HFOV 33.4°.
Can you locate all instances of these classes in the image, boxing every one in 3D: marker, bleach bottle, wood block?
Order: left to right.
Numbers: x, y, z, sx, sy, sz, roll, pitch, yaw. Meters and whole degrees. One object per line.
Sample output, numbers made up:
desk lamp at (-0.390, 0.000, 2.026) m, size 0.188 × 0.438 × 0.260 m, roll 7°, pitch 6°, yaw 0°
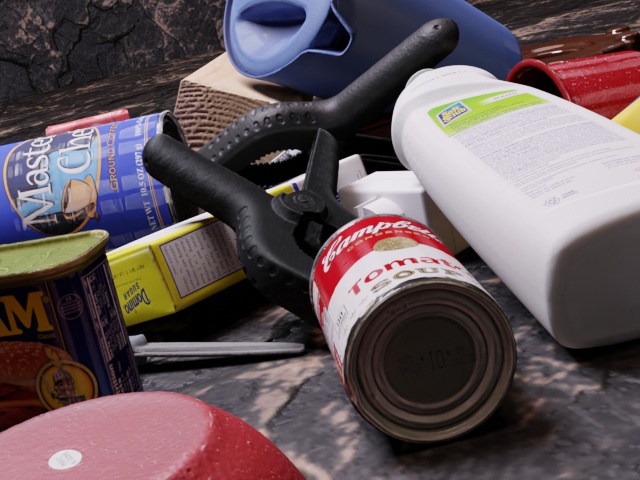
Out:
wood block at (-0.063, -0.097, 0.899) m, size 0.090 × 0.091 × 0.206 m, roll 15°, pitch 17°, yaw 1°
marker at (-0.032, -0.051, 0.790) m, size 0.121 × 0.020 × 0.020 m, roll -38°, pitch 9°, yaw 16°
bleach bottle at (0.105, -0.040, 0.546) m, size 0.102 × 0.068 × 0.251 m, roll -15°, pitch 29°, yaw -9°

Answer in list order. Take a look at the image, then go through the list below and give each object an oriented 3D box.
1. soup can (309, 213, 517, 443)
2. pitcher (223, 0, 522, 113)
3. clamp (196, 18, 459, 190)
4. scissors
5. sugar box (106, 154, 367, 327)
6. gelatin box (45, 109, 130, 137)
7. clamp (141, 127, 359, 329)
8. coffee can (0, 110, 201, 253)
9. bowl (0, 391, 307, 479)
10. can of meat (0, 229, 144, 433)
soup can at (0.035, 0.033, 0.442) m, size 0.068 × 0.068 × 0.102 m, roll -14°, pitch 16°, yaw -4°
pitcher at (0.047, -0.169, 0.876) m, size 0.242 × 0.149 × 0.145 m, roll 15°, pitch -22°, yaw -40°
clamp at (0.011, -0.064, 0.743) m, size 0.210 × 0.164 × 0.036 m, roll -19°, pitch 56°, yaw 10°
scissors at (-0.107, 0.055, 0.573) m, size 0.202 × 0.016 × 0.096 m, roll -4°, pitch 7°, yaw 2°
sugar box at (-0.054, 0.001, 0.647) m, size 0.175 × 0.048 × 0.094 m, roll -23°, pitch 4°, yaw -42°
gelatin box at (-0.193, -0.064, 0.932) m, size 0.073 × 0.089 × 0.030 m, roll -16°, pitch 15°, yaw -11°
clamp at (-0.008, -0.012, 0.573) m, size 0.120 × 0.039 × 0.172 m, roll -17°, pitch 48°, yaw -31°
coffee can at (-0.164, -0.028, 0.755) m, size 0.140 × 0.103 × 0.103 m, roll -11°, pitch 15°, yaw 5°
bowl at (-0.071, 0.092, 0.338) m, size 0.162 × 0.055 × 0.162 m, roll -12°, pitch 15°, yaw 3°
can of meat at (-0.139, 0.048, 0.497) m, size 0.102 × 0.084 × 0.057 m, roll -8°, pitch 16°, yaw 15°
